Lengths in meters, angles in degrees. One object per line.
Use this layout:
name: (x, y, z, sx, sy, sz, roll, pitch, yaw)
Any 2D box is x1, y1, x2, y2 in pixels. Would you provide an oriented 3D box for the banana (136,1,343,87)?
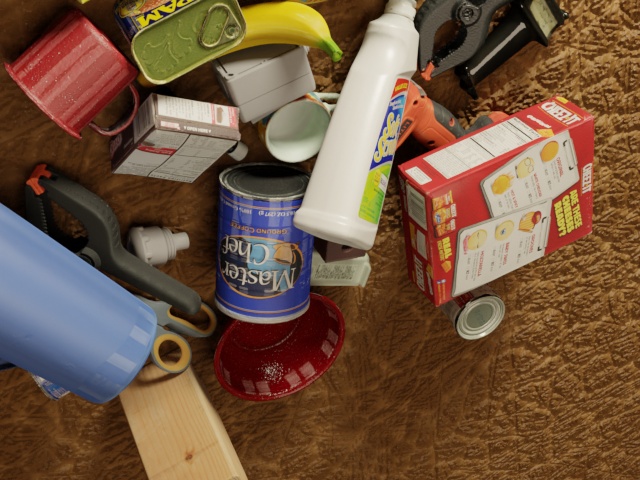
banana: (-0.076, -0.185, 0.987, 0.198, 0.069, 0.037, -7, 140, 15)

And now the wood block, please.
wood block: (-0.149, 0.230, 1.181, 0.091, 0.206, 0.090, -28, 132, -5)

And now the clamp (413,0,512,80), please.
clamp: (0.140, -0.246, 1.082, 0.120, 0.039, 0.172, 34, 109, -18)

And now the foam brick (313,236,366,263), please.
foam brick: (0.022, -0.024, 1.181, 0.052, 0.051, 0.078, -9, 127, -22)

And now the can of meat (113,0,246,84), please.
can of meat: (-0.128, -0.197, 0.952, 0.102, 0.084, 0.057, -29, 132, -4)

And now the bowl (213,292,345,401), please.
bowl: (-0.055, 0.109, 1.240, 0.162, 0.055, 0.162, -14, 129, -18)

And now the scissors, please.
scissors: (-0.202, 0.087, 1.157, 0.201, 0.016, 0.096, 16, 91, -35)

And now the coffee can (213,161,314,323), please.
coffee can: (-0.057, 0.001, 1.111, 0.102, 0.103, 0.140, -6, 117, -23)

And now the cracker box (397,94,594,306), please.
cracker box: (0.193, -0.044, 1.169, 0.213, 0.072, 0.164, -25, 132, -16)

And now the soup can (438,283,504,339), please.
soup can: (0.169, 0.063, 1.287, 0.068, 0.102, 0.068, -14, 129, -18)

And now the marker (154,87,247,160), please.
marker: (-0.119, -0.116, 1.062, 0.020, 0.020, 0.121, -46, 131, 11)

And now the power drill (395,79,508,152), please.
power drill: (0.115, -0.086, 1.180, 0.187, 0.057, 0.184, 23, 108, -40)

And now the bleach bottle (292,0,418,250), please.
bleach bottle: (0.046, -0.121, 1.052, 0.102, 0.068, 0.251, 23, 82, -68)

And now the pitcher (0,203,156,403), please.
pitcher: (-0.285, 0.059, 1.000, 0.242, 0.149, 0.145, 36, 67, -25)

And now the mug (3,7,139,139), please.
mug: (-0.209, -0.143, 0.947, 0.081, 0.093, 0.117, -43, 121, 2)

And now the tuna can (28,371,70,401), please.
tuna can: (-0.283, 0.123, 1.113, 0.033, 0.086, 0.086, -31, 132, -5)

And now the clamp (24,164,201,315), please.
clamp: (-0.239, 0.020, 1.070, 0.165, 0.036, 0.210, -22, 119, 21)

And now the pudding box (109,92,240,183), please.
pudding box: (-0.140, -0.095, 1.019, 0.089, 0.039, 0.114, 5, 160, -31)
